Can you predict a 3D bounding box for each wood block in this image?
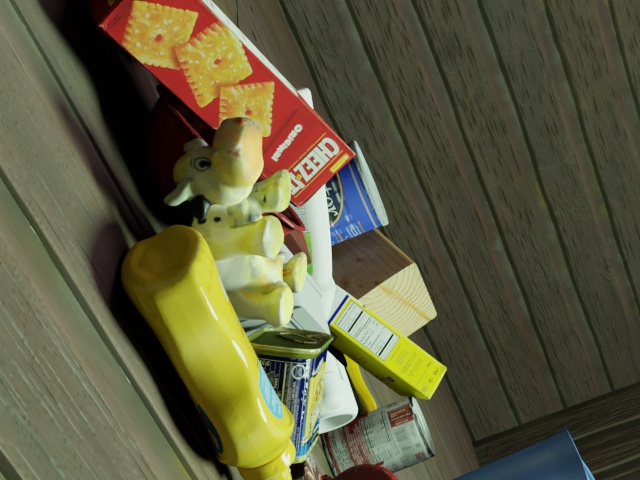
[{"bbox_3d":[0.038,0.033,1.277,0.206,0.090,0.090,44,-16,52],"label":"wood block"}]

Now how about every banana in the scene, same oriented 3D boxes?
[{"bbox_3d":[0.034,0.150,1.295,0.070,0.037,0.198,110,-25,-48],"label":"banana"}]

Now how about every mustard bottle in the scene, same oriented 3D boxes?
[{"bbox_3d":[-0.063,0.088,0.696,0.191,0.058,0.096,65,-7,-23],"label":"mustard bottle"}]

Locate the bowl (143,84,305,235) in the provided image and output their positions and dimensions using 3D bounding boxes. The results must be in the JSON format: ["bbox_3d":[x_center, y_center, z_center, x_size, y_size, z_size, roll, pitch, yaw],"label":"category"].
[{"bbox_3d":[-0.086,-0.046,0.835,0.162,0.055,0.162,45,5,-6],"label":"bowl"}]

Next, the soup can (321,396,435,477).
[{"bbox_3d":[0.060,0.210,1.109,0.068,0.102,0.068,-22,90,-83],"label":"soup can"}]

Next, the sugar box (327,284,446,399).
[{"bbox_3d":[0.042,0.101,1.130,0.176,0.048,0.093,35,-14,-9],"label":"sugar box"}]

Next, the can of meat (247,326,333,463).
[{"bbox_3d":[-0.027,0.113,0.799,0.102,0.057,0.084,-15,111,-81],"label":"can of meat"}]

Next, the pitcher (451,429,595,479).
[{"bbox_3d":[0.165,0.292,1.076,0.145,0.243,0.149,-105,170,-45],"label":"pitcher"}]

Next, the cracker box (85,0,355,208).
[{"bbox_3d":[-0.087,-0.138,0.840,0.213,0.072,0.164,43,6,-30],"label":"cracker box"}]

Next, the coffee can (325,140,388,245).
[{"bbox_3d":[-0.006,-0.040,1.211,0.102,0.140,0.103,-22,90,-83],"label":"coffee can"}]
